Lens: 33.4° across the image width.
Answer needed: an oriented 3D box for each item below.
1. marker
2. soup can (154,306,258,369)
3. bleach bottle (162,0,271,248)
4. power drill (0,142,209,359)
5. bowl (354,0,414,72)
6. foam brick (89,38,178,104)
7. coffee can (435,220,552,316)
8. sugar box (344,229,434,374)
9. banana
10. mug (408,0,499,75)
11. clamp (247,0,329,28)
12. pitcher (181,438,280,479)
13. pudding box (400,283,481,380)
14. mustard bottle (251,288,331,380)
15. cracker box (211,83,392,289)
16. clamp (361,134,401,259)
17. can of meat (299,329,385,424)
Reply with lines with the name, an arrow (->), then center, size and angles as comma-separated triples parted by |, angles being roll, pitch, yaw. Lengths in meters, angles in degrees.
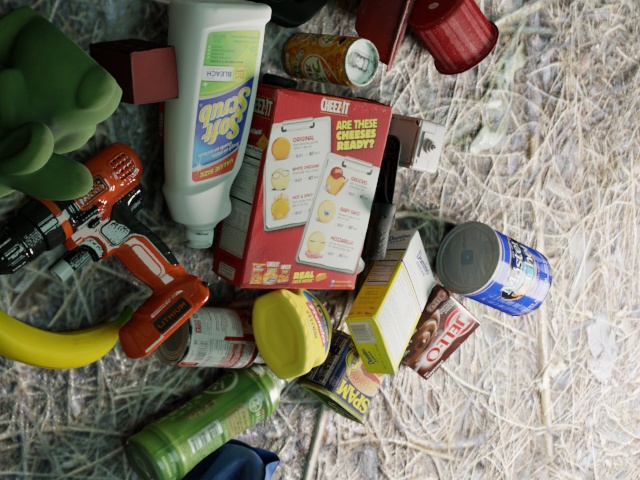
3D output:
marker -> -0.225, -0.005, 1.086 | 0.121, 0.020, 0.020 | -47, 129, -23
soup can -> -0.125, 0.107, 1.179 | 0.102, 0.069, 0.068 | 8, 96, -44
bleach bottle -> -0.111, -0.117, 1.089 | 0.102, 0.068, 0.251 | -9, 111, -40
power drill -> -0.211, 0.023, 1.046 | 0.184, 0.057, 0.187 | -42, 109, -25
bowl -> 0.079, -0.280, 1.234 | 0.162, 0.055, 0.162 | 21, 88, -88
foam brick -> -0.182, -0.165, 1.039 | 0.052, 0.078, 0.051 | -16, 114, -39
coffee can -> 0.242, 0.041, 1.481 | 0.140, 0.103, 0.103 | 22, 87, -45
sugar box -> 0.091, 0.075, 1.349 | 0.176, 0.048, 0.093 | -62, 139, -46
banana -> -0.275, 0.092, 1.059 | 0.197, 0.037, 0.069 | 9, 78, -46
mug -> 0.164, -0.276, 1.334 | 0.081, 0.093, 0.117 | 46, 40, -36
clamp -> -0.059, -0.284, 1.148 | 0.209, 0.036, 0.164 | -23, 117, -36
pitcher -> -0.103, 0.363, 1.244 | 0.145, 0.149, 0.243 | -68, 147, -48
pudding box -> 0.151, 0.124, 1.442 | 0.113, 0.039, 0.090 | -45, 132, 5
mustard bottle -> -0.025, 0.102, 1.234 | 0.191, 0.058, 0.096 | 1, 69, -79
cracker box -> -0.021, -0.056, 1.168 | 0.163, 0.072, 0.214 | 3, 103, -40
clamp -> 0.071, -0.027, 1.272 | 0.120, 0.039, 0.171 | -73, 171, -47
can of meat -> 0.034, 0.173, 1.357 | 0.102, 0.058, 0.084 | 44, 69, -42
